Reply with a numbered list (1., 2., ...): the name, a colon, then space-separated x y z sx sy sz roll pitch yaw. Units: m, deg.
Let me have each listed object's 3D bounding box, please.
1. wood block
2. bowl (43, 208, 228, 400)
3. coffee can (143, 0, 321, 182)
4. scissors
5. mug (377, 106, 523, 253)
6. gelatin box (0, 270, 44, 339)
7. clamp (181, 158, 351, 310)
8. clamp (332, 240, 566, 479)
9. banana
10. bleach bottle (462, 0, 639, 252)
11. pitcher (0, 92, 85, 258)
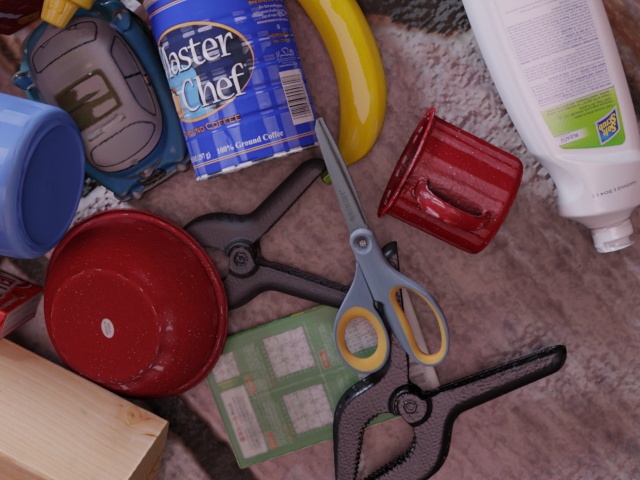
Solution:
1. wood block: -0.232 0.149 0.822 0.206 0.090 0.090 25 134 9
2. bowl: -0.156 0.059 0.829 0.162 0.055 0.162 4 106 16
3. coffee can: -0.064 -0.125 0.802 0.103 0.103 0.140 -16 95 6
4. scissors: 0.021 0.017 0.796 0.096 0.016 0.202 -34 96 19
5. mug: 0.098 -0.038 0.795 0.081 0.117 0.093 26 110 -4
6. gelatin box: -0.268 0.044 0.841 0.073 0.089 0.030 23 101 1
7. clamp: -0.056 0.001 0.844 0.171 0.039 0.120 -5 91 7
8. clamp: 0.065 0.116 0.836 0.164 0.036 0.210 39 99 3
9. banana: 0.010 -0.145 0.827 0.069 0.037 0.198 -13 95 5
10. bleach bottle: 0.179 -0.110 0.806 0.102 0.068 0.251 -18 96 6
11. pitcher: -0.299 -0.051 0.765 0.243 0.149 0.145 12 59 14
